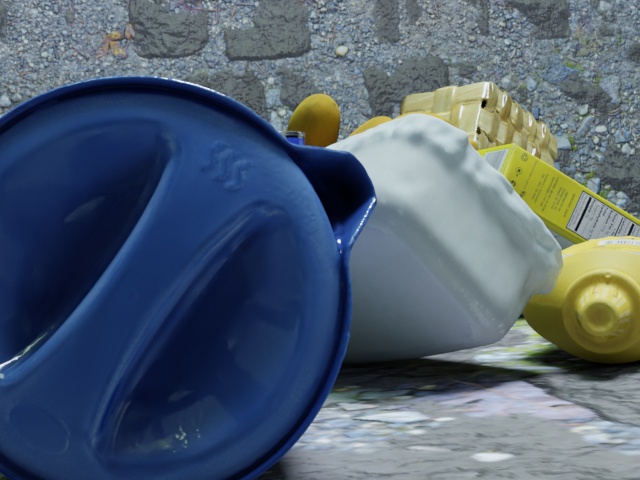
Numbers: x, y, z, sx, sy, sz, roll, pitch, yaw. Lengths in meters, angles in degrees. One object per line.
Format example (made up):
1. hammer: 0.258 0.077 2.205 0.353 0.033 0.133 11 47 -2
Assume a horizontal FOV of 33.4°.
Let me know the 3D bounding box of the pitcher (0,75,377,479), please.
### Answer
1. pitcher: -0.077 0.025 0.433 0.149 0.145 0.243 16 -4 -5
